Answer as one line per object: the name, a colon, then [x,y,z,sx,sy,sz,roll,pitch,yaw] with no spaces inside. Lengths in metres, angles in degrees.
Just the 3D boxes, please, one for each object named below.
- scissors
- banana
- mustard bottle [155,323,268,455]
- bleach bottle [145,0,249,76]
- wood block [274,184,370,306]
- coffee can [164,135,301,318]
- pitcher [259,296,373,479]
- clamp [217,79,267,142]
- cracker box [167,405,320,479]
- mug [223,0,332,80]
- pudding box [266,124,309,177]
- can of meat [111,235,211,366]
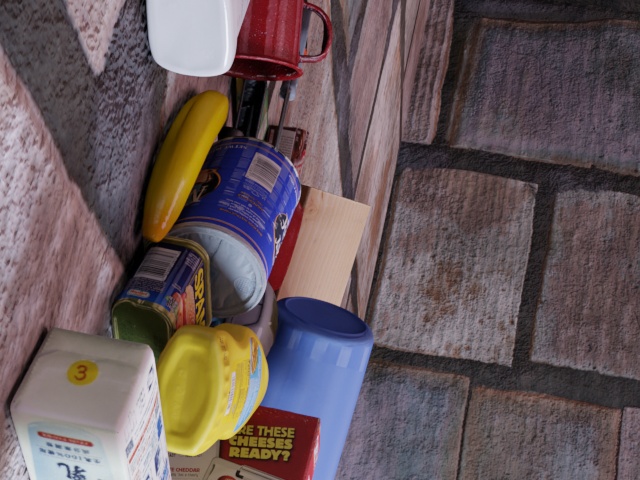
scissors: [-0.033,-0.142,1.051,0.096,0.016,0.201,110,-8,-58]
banana: [-0.111,-0.079,0.920,0.197,0.037,0.070,-70,167,-52]
mustard bottle: [-0.082,0.117,0.880,0.191,0.058,0.096,17,81,-79]
bleach bottle: [-0.076,-0.244,0.881,0.250,0.068,0.103,-75,171,-48]
wood block: [-0.027,0.041,1.271,0.090,0.090,0.206,18,-89,61]
coffee can: [-0.082,-0.014,0.960,0.140,0.103,0.103,-71,168,-50]
pitcher: [-0.032,0.183,1.105,0.144,0.149,0.243,4,110,-45]
clamp: [-0.086,-0.072,1.079,0.120,0.039,0.171,-59,160,-58]
cracker box: [-0.101,0.244,0.918,0.072,0.164,0.213,91,12,-53]
mug: [-0.046,-0.194,0.973,0.093,0.117,0.081,148,-53,-84]
pudding box: [-0.046,-0.099,1.351,0.113,0.039,0.090,-16,116,-81]
can of meat: [-0.131,0.061,0.879,0.083,0.057,0.102,-67,164,-49]
